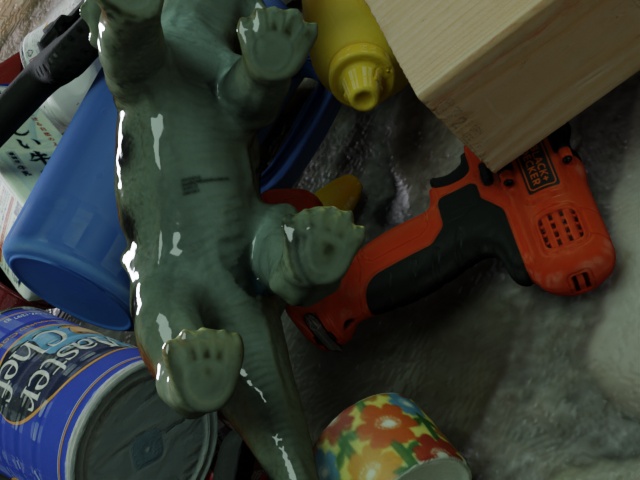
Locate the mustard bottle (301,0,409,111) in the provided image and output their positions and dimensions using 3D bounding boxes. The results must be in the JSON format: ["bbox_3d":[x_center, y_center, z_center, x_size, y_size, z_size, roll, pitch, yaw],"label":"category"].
[{"bbox_3d":[0.023,-0.145,0.705,0.058,0.096,0.191,-25,37,17],"label":"mustard bottle"}]

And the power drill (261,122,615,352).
[{"bbox_3d":[0.060,-0.027,0.632,0.188,0.057,0.184,-23,53,13],"label":"power drill"}]

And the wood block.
[{"bbox_3d":[0.138,-0.142,0.548,0.206,0.090,0.091,-37,48,17],"label":"wood block"}]

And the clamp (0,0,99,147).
[{"bbox_3d":[-0.182,-0.127,0.743,0.210,0.036,0.164,-19,38,51],"label":"clamp"}]

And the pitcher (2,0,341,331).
[{"bbox_3d":[-0.102,-0.061,0.728,0.149,0.145,0.242,-17,42,56],"label":"pitcher"}]

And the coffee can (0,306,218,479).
[{"bbox_3d":[-0.145,0.104,0.633,0.141,0.102,0.102,13,71,41],"label":"coffee can"}]
